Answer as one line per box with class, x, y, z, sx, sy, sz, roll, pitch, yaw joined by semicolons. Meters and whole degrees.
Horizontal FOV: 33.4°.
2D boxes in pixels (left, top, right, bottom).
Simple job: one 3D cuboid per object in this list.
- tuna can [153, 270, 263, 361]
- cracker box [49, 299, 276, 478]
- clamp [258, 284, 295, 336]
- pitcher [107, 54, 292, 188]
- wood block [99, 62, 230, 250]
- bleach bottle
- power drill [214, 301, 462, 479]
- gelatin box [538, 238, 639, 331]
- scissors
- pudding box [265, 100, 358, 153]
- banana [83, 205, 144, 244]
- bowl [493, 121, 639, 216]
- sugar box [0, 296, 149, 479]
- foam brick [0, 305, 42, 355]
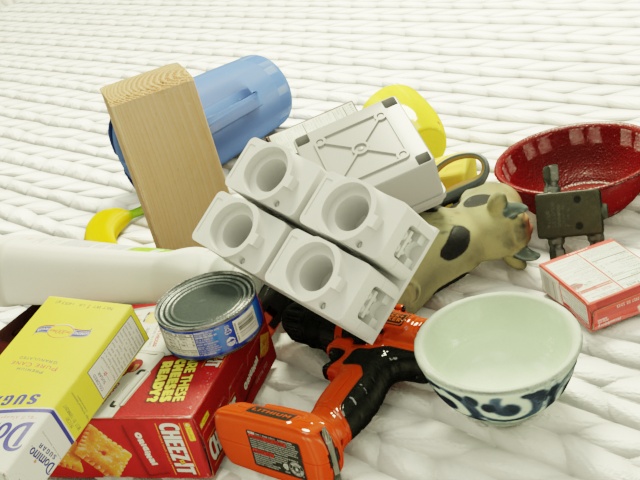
tuna can;-0.091;0.061;0.876;0.086;0.034;0.086;-12;28;6
cracker box;-0.164;0.126;0.910;0.214;0.072;0.164;-4;30;21
clamp;-0.017;0.016;1.043;0.209;0.036;0.165;-56;9;-35
pitcher;-0.143;-0.159;1.402;0.149;0.145;0.242;33;45;23
wood block;-0.156;-0.074;1.145;0.090;0.206;0.090;-21;26;-11
bleach bottle;-0.181;0.032;1.006;0.251;0.068;0.102;2;7;15
power drill;0.002;0.111;0.858;0.185;0.057;0.187;7;34;39
gelatin box;0.238;0.037;0.902;0.073;0.030;0.089;-19;26;-10
scissors;0.096;-0.011;1.076;0.202;0.096;0.016;-38;-10;24
pudding box;0.006;-0.098;1.210;0.113;0.039;0.090;-23;59;-6
banana;-0.243;-0.001;1.245;0.069;0.037;0.198;-17;26;0
bowl;0.256;-0.061;1.055;0.162;0.055;0.162;-13;26;6
sugar box;-0.219;0.119;0.827;0.093;0.048;0.176;3;40;30
foam brick;-0.272;0.098;1.048;0.053;0.051;0.078;2;31;33
